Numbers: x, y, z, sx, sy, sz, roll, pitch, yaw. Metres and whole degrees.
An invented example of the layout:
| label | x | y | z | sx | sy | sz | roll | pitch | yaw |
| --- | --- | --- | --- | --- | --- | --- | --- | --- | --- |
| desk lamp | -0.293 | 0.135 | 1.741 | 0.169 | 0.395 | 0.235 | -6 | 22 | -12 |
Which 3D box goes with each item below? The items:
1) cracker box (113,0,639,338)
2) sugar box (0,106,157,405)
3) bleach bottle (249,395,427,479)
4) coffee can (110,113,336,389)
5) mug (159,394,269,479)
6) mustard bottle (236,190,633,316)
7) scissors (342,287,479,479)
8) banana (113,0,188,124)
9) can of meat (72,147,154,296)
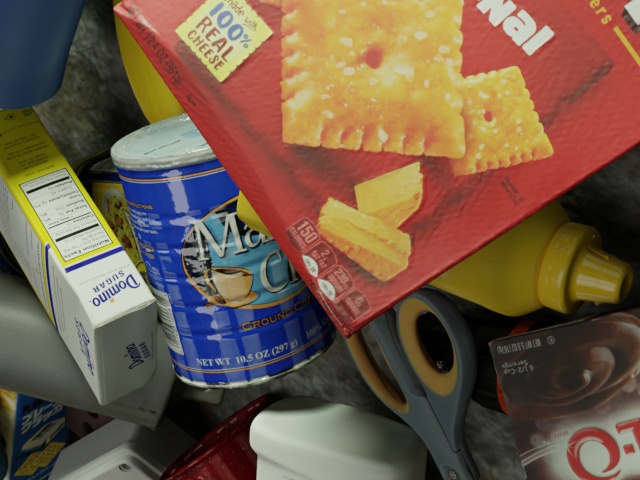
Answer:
| label | x | y | z | sx | sy | sz | roll | pitch | yaw |
| --- | --- | --- | --- | --- | --- | --- | --- | --- | --- |
| cracker box | 0.052 | -0.086 | 0.423 | 0.214 | 0.072 | 0.164 | -35 | 87 | 12 |
| sugar box | -0.159 | 0.006 | 0.662 | 0.176 | 0.048 | 0.093 | 50 | 151 | 26 |
| bleach bottle | 0.002 | 0.226 | 0.636 | 0.103 | 0.068 | 0.251 | 13 | 107 | 26 |
| coffee can | -0.054 | 0.001 | 0.624 | 0.103 | 0.102 | 0.140 | 5 | 116 | 41 |
| mug | -0.053 | 0.169 | 0.712 | 0.093 | 0.117 | 0.081 | -37 | 91 | 28 |
| mustard bottle | 0.059 | -0.006 | 0.520 | 0.192 | 0.096 | 0.058 | 18 | 104 | 34 |
| scissors | 0.077 | 0.106 | 0.544 | 0.202 | 0.016 | 0.096 | 56 | 144 | 10 |
| banana | -0.093 | -0.145 | 0.626 | 0.070 | 0.037 | 0.198 | 35 | 132 | 26 |
| can of meat | -0.110 | -0.009 | 0.705 | 0.084 | 0.057 | 0.102 | 6 | 116 | 39 |
